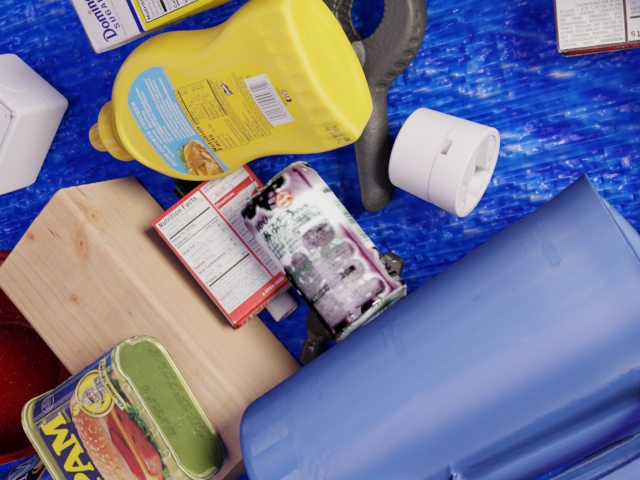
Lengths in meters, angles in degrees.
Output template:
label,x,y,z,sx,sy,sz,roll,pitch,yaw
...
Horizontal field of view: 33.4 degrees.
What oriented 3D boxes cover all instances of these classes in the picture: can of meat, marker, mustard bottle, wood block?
label,x,y,z,sx,sy,sz,roll,pitch,yaw
can of meat,-0.118,0.119,0.649,0.084,0.057,0.102,-34,85,24
marker,-0.059,0.003,0.722,0.020,0.020,0.121,-44,80,25
mustard bottle,-0.070,-0.084,0.653,0.192,0.058,0.096,-13,125,34
wood block,-0.108,0.065,0.717,0.206,0.090,0.090,47,115,10

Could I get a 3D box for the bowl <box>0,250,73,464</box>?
label,x,y,z,sx,sy,sz,roll,pitch,yaw
bowl,-0.235,0.091,0.773,0.162,0.162,0.055,41,156,13

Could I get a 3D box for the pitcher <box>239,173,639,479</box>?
label,x,y,z,sx,sy,sz,roll,pitch,yaw
pitcher,0.081,0.086,0.573,0.243,0.149,0.145,-33,79,14

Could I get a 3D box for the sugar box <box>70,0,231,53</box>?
label,x,y,z,sx,sy,sz,roll,pitch,yaw
sugar box,-0.049,-0.159,0.601,0.177,0.093,0.048,-16,104,38

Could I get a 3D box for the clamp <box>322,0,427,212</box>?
label,x,y,z,sx,sy,sz,roll,pitch,yaw
clamp,0.023,-0.104,0.654,0.120,0.039,0.172,36,119,8

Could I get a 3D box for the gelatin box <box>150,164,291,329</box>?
label,x,y,z,sx,sy,sz,roll,pitch,yaw
gelatin box,-0.055,0.001,0.696,0.073,0.030,0.089,-40,81,-8
